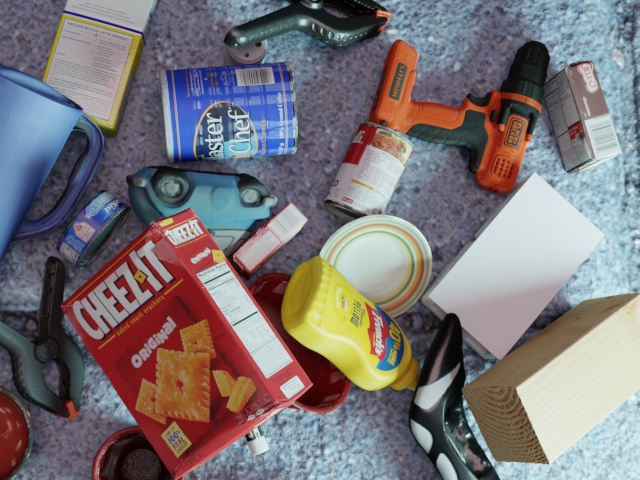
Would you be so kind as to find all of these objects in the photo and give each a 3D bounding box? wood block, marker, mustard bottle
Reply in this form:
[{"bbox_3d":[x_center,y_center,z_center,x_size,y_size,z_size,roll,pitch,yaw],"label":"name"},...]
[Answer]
[{"bbox_3d":[0.263,0.145,1.139,0.205,0.090,0.091,-30,98,-30],"label":"wood block"},{"bbox_3d":[-0.084,0.165,1.116,0.020,0.020,0.121,-21,86,-9],"label":"marker"},{"bbox_3d":[0.043,0.106,1.151,0.191,0.058,0.096,41,38,-27],"label":"mustard bottle"}]

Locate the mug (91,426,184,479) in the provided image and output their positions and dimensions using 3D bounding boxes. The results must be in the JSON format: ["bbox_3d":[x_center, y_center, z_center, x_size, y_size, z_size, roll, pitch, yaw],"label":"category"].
[{"bbox_3d":[-0.199,0.245,1.115,0.117,0.081,0.093,-29,87,-10],"label":"mug"}]

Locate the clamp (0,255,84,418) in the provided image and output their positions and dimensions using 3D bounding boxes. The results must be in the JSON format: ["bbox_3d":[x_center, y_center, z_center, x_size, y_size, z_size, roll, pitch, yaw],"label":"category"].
[{"bbox_3d":[-0.290,0.105,1.126,0.120,0.039,0.171,-38,116,-29],"label":"clamp"}]

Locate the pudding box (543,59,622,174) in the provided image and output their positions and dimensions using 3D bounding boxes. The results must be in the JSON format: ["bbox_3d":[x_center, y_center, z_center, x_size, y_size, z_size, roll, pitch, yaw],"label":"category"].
[{"bbox_3d":[0.296,-0.139,1.217,0.039,0.090,0.113,-14,85,-7],"label":"pudding box"}]

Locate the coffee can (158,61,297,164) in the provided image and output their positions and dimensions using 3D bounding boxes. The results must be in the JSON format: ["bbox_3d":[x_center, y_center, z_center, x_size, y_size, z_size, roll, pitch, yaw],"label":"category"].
[{"bbox_3d":[-0.102,-0.140,1.164,0.140,0.103,0.103,-5,84,-8],"label":"coffee can"}]

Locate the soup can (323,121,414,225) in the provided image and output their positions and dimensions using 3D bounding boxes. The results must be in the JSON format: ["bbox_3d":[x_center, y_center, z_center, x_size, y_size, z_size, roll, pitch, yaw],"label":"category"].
[{"bbox_3d":[0.054,-0.072,1.192,0.068,0.068,0.102,26,81,-3],"label":"soup can"}]

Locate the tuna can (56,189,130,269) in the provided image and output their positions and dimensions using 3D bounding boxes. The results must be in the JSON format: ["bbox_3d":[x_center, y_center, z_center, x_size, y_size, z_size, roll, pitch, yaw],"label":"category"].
[{"bbox_3d":[-0.243,-0.012,1.140,0.034,0.086,0.086,37,80,0],"label":"tuna can"}]

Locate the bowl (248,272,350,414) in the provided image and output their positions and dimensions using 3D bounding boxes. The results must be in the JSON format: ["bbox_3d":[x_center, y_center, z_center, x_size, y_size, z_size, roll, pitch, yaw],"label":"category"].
[{"bbox_3d":[-0.040,0.117,1.137,0.055,0.161,0.162,-31,87,32],"label":"bowl"}]

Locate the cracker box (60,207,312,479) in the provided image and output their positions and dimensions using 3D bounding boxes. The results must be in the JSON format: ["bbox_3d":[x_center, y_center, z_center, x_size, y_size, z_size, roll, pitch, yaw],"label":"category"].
[{"bbox_3d":[-0.136,0.103,1.046,0.164,0.072,0.214,-38,85,30],"label":"cracker box"}]

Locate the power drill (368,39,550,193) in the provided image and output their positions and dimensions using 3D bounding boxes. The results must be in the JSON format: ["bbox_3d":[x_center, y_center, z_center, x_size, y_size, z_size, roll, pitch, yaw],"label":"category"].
[{"bbox_3d":[0.161,-0.165,1.220,0.187,0.057,0.184,18,81,-4],"label":"power drill"}]

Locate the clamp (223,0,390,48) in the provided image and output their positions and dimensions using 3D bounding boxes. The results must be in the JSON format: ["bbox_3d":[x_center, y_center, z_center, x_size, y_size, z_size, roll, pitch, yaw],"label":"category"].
[{"bbox_3d":[-0.022,-0.274,1.204,0.209,0.036,0.164,1,58,-25],"label":"clamp"}]

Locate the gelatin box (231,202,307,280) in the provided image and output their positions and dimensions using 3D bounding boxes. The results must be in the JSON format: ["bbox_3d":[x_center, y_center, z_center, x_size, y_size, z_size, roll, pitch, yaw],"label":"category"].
[{"bbox_3d":[-0.058,0.002,1.166,0.089,0.073,0.030,-43,89,-9],"label":"gelatin box"}]

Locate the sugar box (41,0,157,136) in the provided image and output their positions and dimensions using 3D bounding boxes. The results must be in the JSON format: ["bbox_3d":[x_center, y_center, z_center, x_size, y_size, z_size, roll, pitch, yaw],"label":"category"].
[{"bbox_3d":[-0.247,-0.213,1.185,0.093,0.048,0.176,16,79,-2],"label":"sugar box"}]

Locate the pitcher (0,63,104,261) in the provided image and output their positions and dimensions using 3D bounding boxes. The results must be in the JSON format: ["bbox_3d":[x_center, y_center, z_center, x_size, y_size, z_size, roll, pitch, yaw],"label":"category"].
[{"bbox_3d":[-0.343,-0.057,1.098,0.149,0.145,0.243,28,97,15],"label":"pitcher"}]
